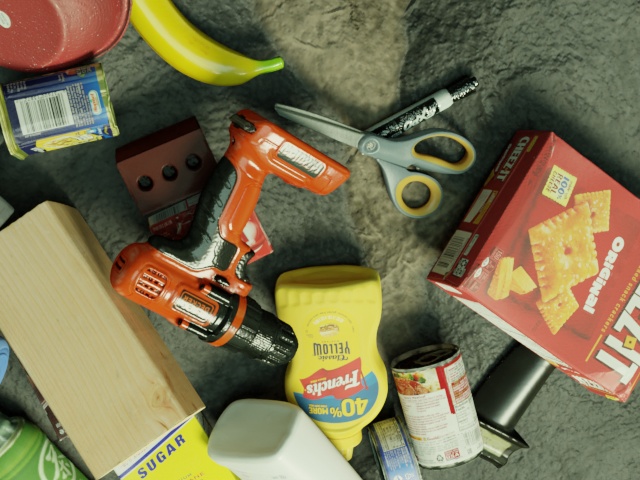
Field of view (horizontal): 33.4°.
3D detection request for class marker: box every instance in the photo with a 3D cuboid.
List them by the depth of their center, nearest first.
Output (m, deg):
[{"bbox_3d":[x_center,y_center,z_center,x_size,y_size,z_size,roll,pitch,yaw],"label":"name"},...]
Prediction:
[{"bbox_3d":[0.086,-0.113,0.946,0.121,0.020,0.020,-29,112,0],"label":"marker"}]

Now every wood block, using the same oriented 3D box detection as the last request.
[{"bbox_3d":[-0.193,0.079,0.878,0.091,0.090,0.206,-34,85,1],"label":"wood block"}]

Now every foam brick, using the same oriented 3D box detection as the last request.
[{"bbox_3d":[-0.129,-0.064,0.904,0.078,0.051,0.053,-24,112,-2],"label":"foam brick"}]

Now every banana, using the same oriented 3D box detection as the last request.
[{"bbox_3d":[-0.121,-0.189,0.870,0.197,0.037,0.069,42,92,-21],"label":"banana"}]

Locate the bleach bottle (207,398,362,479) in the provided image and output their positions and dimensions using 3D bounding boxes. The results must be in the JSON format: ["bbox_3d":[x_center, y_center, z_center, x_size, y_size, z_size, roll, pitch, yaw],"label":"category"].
[{"bbox_3d":[0.003,0.249,1.022,0.250,0.103,0.068,52,51,-34],"label":"bleach bottle"}]

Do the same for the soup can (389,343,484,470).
[{"bbox_3d":[0.111,0.157,1.009,0.068,0.068,0.102,-16,99,-5],"label":"soup can"}]

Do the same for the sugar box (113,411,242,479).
[{"bbox_3d":[-0.137,0.211,1.004,0.093,0.048,0.176,-30,113,1],"label":"sugar box"}]

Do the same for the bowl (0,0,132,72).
[{"bbox_3d":[-0.227,-0.181,0.801,0.162,0.055,0.162,7,137,6],"label":"bowl"}]

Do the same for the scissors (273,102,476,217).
[{"bbox_3d":[0.043,-0.067,0.935,0.201,0.016,0.096,2,118,-24],"label":"scissors"}]

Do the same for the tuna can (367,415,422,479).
[{"bbox_3d":[0.072,0.214,1.024,0.033,0.086,0.086,-17,112,-3],"label":"tuna can"}]

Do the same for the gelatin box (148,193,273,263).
[{"bbox_3d":[-0.097,-0.004,0.943,0.089,0.030,0.073,-26,112,-1],"label":"gelatin box"}]

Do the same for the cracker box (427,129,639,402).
[{"bbox_3d":[0.230,0.024,0.976,0.213,0.072,0.164,34,85,-19],"label":"cracker box"}]

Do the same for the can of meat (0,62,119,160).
[{"bbox_3d":[-0.208,-0.103,0.848,0.084,0.102,0.057,-13,93,-9],"label":"can of meat"}]

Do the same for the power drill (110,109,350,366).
[{"bbox_3d":[-0.056,0.001,0.886,0.184,0.057,0.187,30,92,-32],"label":"power drill"}]

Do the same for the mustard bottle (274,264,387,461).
[{"bbox_3d":[0.013,0.120,0.993,0.096,0.058,0.192,-4,111,3],"label":"mustard bottle"}]
